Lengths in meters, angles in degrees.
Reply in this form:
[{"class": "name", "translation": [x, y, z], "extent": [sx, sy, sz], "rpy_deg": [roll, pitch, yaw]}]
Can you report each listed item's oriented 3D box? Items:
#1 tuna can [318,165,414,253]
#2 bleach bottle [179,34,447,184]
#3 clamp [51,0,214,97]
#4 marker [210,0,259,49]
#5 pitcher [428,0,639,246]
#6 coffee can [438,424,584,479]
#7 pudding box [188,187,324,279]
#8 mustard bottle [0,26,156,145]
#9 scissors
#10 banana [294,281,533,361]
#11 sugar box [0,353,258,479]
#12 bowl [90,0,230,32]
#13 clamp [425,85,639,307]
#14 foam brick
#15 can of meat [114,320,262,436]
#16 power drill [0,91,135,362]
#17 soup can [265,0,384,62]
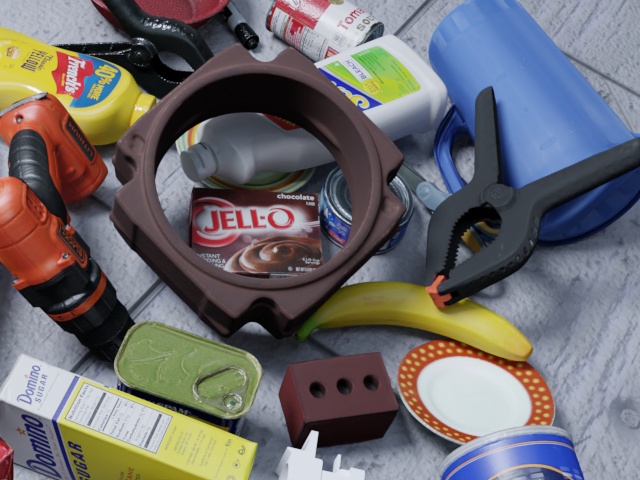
[{"class": "tuna can", "translation": [0.040, -0.031, 0.963], "extent": [0.086, 0.034, 0.086], "rpy_deg": [7, 52, -9]}, {"class": "bleach bottle", "translation": [-0.009, -0.105, 0.964], "extent": [0.250, 0.068, 0.103], "rpy_deg": [-27, 64, -29]}, {"class": "clamp", "translation": [-0.165, -0.189, 0.981], "extent": [0.171, 0.120, 0.039], "rpy_deg": [17, 45, -7]}, {"class": "marker", "translation": [-0.097, -0.240, 1.096], "extent": [0.020, 0.020, 0.121], "rpy_deg": [-20, 61, -27]}, {"class": "pitcher", "translation": [0.190, -0.117, 1.020], "extent": [0.149, 0.145, 0.243], "rpy_deg": [-2, 49, -31]}, {"class": "coffee can", "translation": [0.151, 0.217, 0.758], "extent": [0.102, 0.103, 0.140], "rpy_deg": [-1, 54, -16]}, {"class": "pudding box", "translation": [-0.056, 0.001, 0.910], "extent": [0.113, 0.039, 0.090], "rpy_deg": [4, 53, -11]}, {"class": "mustard bottle", "translation": [-0.225, -0.131, 0.954], "extent": [0.191, 0.058, 0.096], "rpy_deg": [17, 40, -2]}, {"class": "scissors", "translation": [0.116, -0.050, 0.972], "extent": [0.016, 0.096, 0.202], "rpy_deg": [14, 43, -51]}, {"class": "banana", "translation": [0.077, 0.066, 0.892], "extent": [0.197, 0.037, 0.069], "rpy_deg": [4, 55, -4]}, {"class": "sugar box", "translation": [-0.136, 0.147, 0.743], "extent": [0.176, 0.093, 0.048], "rpy_deg": [18, 51, 0]}, {"class": "bowl", "translation": [-0.167, -0.251, 1.064], "extent": [0.162, 0.055, 0.162], "rpy_deg": [7, 52, -9]}, {"class": "clamp", "translation": [0.147, -0.037, 0.896], "extent": [0.210, 0.036, 0.165], "rpy_deg": [-47, 51, -10]}, {"class": "foam brick", "translation": [0.013, 0.124, 0.826], "extent": [0.078, 0.051, 0.053], "rpy_deg": [-6, 55, -19]}, {"class": "can of meat", "translation": [-0.101, 0.114, 0.783], "extent": [0.102, 0.084, 0.057], "rpy_deg": [18, 51, -1]}, {"class": "power drill", "translation": [-0.199, -0.015, 0.831], "extent": [0.057, 0.184, 0.188], "rpy_deg": [-25, 40, 6]}, {"class": "soup can", "translation": [0.004, -0.215, 1.074], "extent": [0.102, 0.069, 0.068], "rpy_deg": [34, 52, 11]}]
